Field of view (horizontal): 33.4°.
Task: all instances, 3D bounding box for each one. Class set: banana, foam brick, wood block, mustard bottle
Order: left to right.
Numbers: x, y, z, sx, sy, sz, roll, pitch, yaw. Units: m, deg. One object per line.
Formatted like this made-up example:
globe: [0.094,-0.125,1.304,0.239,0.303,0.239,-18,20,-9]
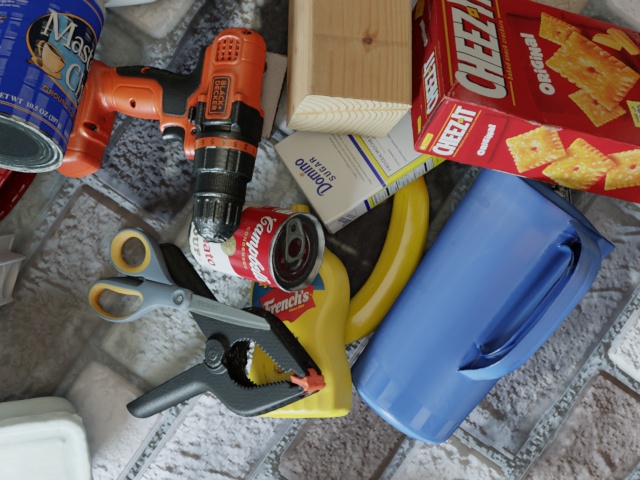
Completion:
foam brick: [-0.061,-0.134,0.965,0.053,0.051,0.078,13,93,-3]
mustard bottle: [-0.019,0.062,0.960,0.096,0.058,0.191,-8,76,34]
wood block: [0.024,-0.203,0.912,0.090,0.090,0.206,4,77,-12]
banana: [0.054,0.026,0.986,0.069,0.037,0.198,35,92,-4]

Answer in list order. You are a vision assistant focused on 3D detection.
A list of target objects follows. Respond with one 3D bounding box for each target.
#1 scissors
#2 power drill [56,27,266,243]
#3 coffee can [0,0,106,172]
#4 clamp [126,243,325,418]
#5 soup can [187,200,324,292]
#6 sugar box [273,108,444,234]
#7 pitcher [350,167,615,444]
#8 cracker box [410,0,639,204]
scissors: [-0.126,0.033,0.944,0.202,0.016,0.096,-4,77,30]
power drill: [-0.139,-0.090,0.918,0.188,0.057,0.184,3,76,21]
coffee can: [-0.243,-0.141,0.876,0.103,0.103,0.140,12,68,-3]
clamp: [-0.089,0.108,0.942,0.210,0.036,0.164,21,100,34]
soup can: [-0.056,0.001,0.919,0.102,0.068,0.068,13,94,39]
sugar box: [0.056,-0.093,0.964,0.176,0.048,0.093,-33,74,3]
pitcher: [0.137,0.060,0.932,0.145,0.149,0.243,39,100,20]
cracker box: [0.184,-0.129,0.899,0.213,0.164,0.072,13,138,-14]
